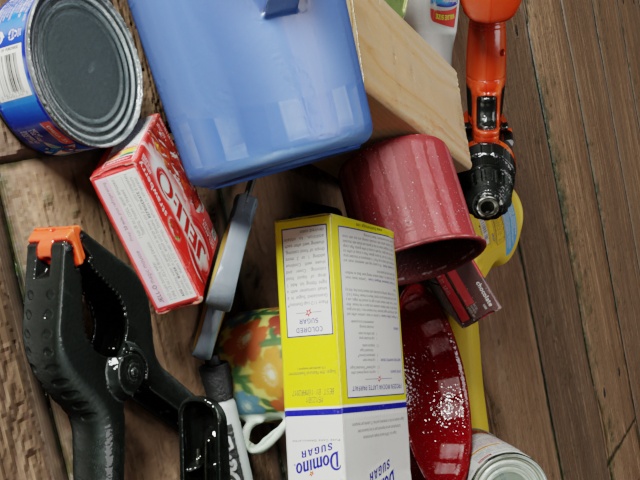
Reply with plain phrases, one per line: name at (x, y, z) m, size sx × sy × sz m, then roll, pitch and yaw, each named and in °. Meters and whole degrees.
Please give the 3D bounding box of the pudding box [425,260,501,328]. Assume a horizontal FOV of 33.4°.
pudding box at (0.101, 0.017, 0.865) m, size 0.090 × 0.039 × 0.113 m, roll 60°, pitch -1°, yaw -6°

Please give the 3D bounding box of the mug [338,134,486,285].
mug at (0.068, -0.020, 0.752) m, size 0.117 × 0.093 × 0.081 m, roll 7°, pitch 62°, yaw -47°

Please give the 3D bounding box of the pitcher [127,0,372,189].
pitcher at (-0.048, -0.157, 0.578) m, size 0.149 × 0.145 × 0.243 m, roll -23°, pitch 98°, yaw -67°

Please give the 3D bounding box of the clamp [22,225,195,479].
clamp at (-0.111, 0.077, 0.539) m, size 0.171 × 0.039 × 0.120 m, roll 66°, pitch 29°, yaw -28°

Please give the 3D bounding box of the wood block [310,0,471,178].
wood block at (0.028, -0.105, 0.763) m, size 0.205 × 0.091 × 0.090 m, roll 22°, pitch 57°, yaw -61°

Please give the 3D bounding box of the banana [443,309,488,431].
banana at (0.132, 0.124, 0.965) m, size 0.069 × 0.037 × 0.198 m, roll 16°, pitch 69°, yaw -58°

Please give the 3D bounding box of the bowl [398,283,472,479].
bowl at (0.063, 0.116, 0.813) m, size 0.162 × 0.055 × 0.162 m, roll 43°, pitch 40°, yaw -52°

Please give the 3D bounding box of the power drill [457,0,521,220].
power drill at (0.138, -0.128, 0.894) m, size 0.184 × 0.057 × 0.188 m, roll -80°, pitch 170°, yaw -62°

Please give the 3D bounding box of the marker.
marker at (-0.053, 0.128, 0.646) m, size 0.020 × 0.020 × 0.121 m, roll -21°, pitch 101°, yaw -61°

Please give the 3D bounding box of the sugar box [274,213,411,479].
sugar box at (0.015, 0.077, 0.646) m, size 0.093 × 0.048 × 0.176 m, roll 12°, pitch 75°, yaw -60°

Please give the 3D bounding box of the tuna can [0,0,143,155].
tuna can at (-0.131, -0.087, 0.548) m, size 0.086 × 0.034 × 0.086 m, roll 24°, pitch 61°, yaw -57°

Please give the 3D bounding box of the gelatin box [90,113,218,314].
gelatin box at (-0.088, -0.016, 0.588) m, size 0.073 × 0.030 × 0.089 m, roll -85°, pitch 155°, yaw -63°

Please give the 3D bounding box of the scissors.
scissors at (-0.054, 0.001, 0.670) m, size 0.201 × 0.016 × 0.096 m, roll -85°, pitch -167°, yaw -66°

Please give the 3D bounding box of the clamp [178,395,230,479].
clamp at (-0.060, 0.195, 0.570) m, size 0.164 × 0.036 × 0.210 m, roll -66°, pitch 146°, yaw -32°

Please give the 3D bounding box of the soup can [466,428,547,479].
soup can at (0.139, 0.197, 0.876) m, size 0.102 × 0.068 × 0.068 m, roll -176°, pitch -104°, yaw -81°
